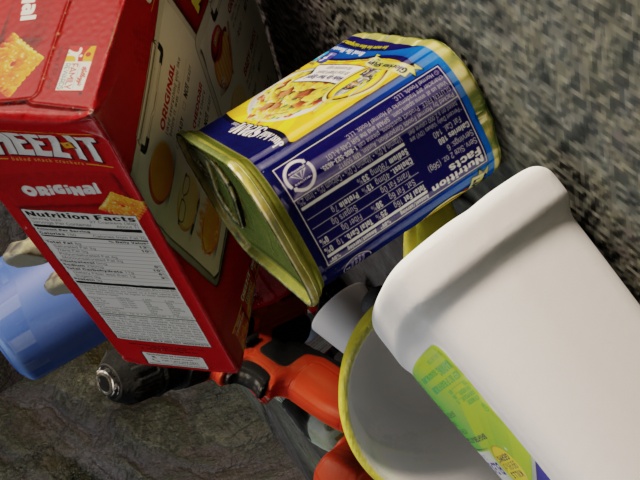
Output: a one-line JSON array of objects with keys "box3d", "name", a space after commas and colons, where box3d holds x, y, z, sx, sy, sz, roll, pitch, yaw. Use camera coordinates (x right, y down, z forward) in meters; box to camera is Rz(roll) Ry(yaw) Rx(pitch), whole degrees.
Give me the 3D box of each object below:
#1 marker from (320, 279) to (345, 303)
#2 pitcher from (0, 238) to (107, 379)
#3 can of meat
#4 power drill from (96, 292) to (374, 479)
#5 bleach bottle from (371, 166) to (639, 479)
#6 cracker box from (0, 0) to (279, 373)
[{"box3d": [-0.007, 0.029, 0.804, 0.020, 0.020, 0.121, 60, 169, -16], "name": "marker"}, {"box3d": [-0.190, 0.011, 0.964, 0.145, 0.242, 0.149, 59, 170, -9], "name": "pitcher"}, {"box3d": [0.005, -0.031, 0.385, 0.057, 0.084, 0.102, 61, 169, -22], "name": "can of meat"}, {"box3d": [-0.031, 0.103, 0.714, 0.188, 0.184, 0.057, 37, 127, 26], "name": "power drill"}, {"box3d": [0.117, 0.100, 0.334, 0.251, 0.068, 0.102, 52, 170, 11], "name": "bleach bottle"}, {"box3d": [-0.076, -0.058, 0.479, 0.213, 0.072, 0.164, 72, -156, -58], "name": "cracker box"}]
